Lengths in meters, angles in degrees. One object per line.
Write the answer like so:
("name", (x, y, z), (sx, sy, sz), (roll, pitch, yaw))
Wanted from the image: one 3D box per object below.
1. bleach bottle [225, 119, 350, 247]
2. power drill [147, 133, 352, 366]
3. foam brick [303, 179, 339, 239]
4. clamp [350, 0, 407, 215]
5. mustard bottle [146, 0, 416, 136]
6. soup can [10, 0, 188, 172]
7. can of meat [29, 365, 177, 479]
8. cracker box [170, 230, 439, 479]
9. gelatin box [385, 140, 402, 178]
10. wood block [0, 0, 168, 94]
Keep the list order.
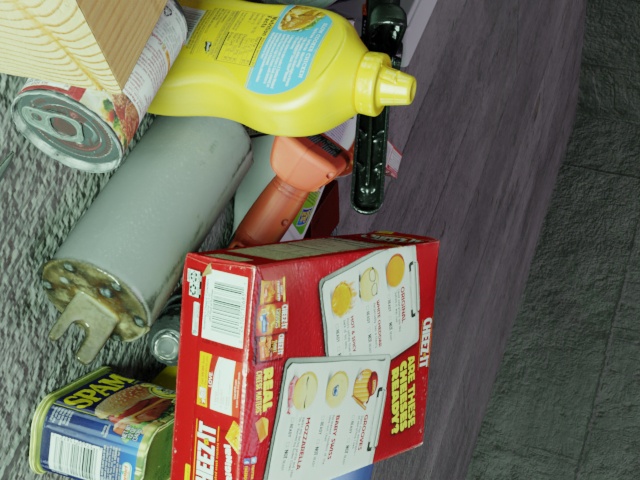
("bleach bottle", (-0.034, -0.064, 0.947), (0.102, 0.068, 0.251), (29, 78, -57))
("power drill", (-0.055, 0.001, 0.811), (0.188, 0.057, 0.184), (-54, -179, 16))
("foam brick", (-0.018, -0.023, 1.039), (0.078, 0.051, 0.053), (-56, 151, -50))
("clamp", (0.043, -0.129, 0.824), (0.210, 0.036, 0.165), (-85, -178, -61))
("mustard bottle", (-0.030, -0.115, 0.707), (0.058, 0.192, 0.096), (77, 30, -53))
("soup can", (-0.127, -0.100, 0.627), (0.068, 0.069, 0.102), (76, 31, -55))
("can of meat", (-0.135, 0.132, 0.733), (0.102, 0.084, 0.057), (-25, 125, -68))
("cracker box", (-0.006, 0.082, 0.753), (0.213, 0.072, 0.164), (-7, 104, -51))
("gelatin box", (0.042, -0.094, 1.139), (0.089, 0.073, 0.030), (27, 77, -73))
("wood block", (-0.115, -0.192, 0.566), (0.091, 0.090, 0.206), (72, 34, -59))
